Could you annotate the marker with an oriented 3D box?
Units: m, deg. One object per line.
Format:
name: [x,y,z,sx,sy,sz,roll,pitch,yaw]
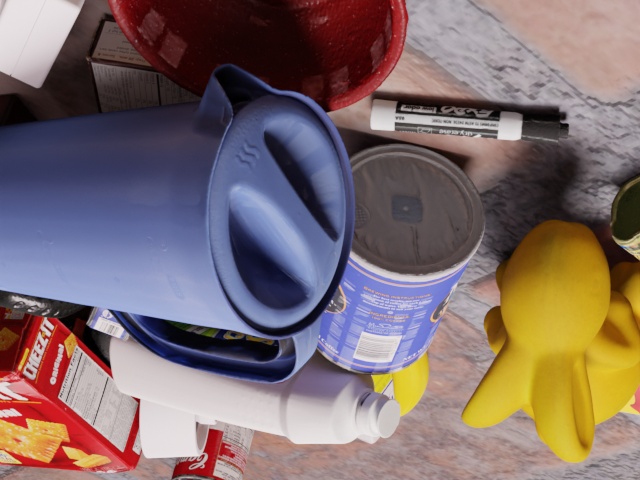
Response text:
marker: [0.092,-0.073,0.659,0.121,0.020,0.020,6,146,9]

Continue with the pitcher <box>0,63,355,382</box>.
pitcher: [-0.108,-0.008,0.636,0.243,0.149,0.144,2,164,35]

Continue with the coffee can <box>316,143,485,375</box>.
coffee can: [0.045,0.016,0.730,0.103,0.102,0.140,13,147,-1]

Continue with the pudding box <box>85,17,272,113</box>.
pudding box: [-0.085,-0.090,0.675,0.113,0.039,0.090,9,147,3]

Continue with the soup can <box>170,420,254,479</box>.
soup can: [-0.103,0.200,1.048,0.068,0.102,0.068,9,146,6]

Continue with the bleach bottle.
bleach bottle: [-0.046,0.105,0.828,0.251,0.102,0.068,10,114,37]

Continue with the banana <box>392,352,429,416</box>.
banana: [0.060,0.112,0.924,0.069,0.037,0.198,12,146,1]

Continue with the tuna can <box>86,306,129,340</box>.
tuna can: [-0.152,0.033,0.834,0.033,0.086,0.086,22,145,-12]

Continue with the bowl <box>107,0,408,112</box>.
bowl: [-0.030,-0.139,0.569,0.162,0.055,0.162,9,146,6]

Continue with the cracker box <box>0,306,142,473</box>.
cracker box: [-0.269,0.132,0.930,0.164,0.072,0.213,-1,148,21]
